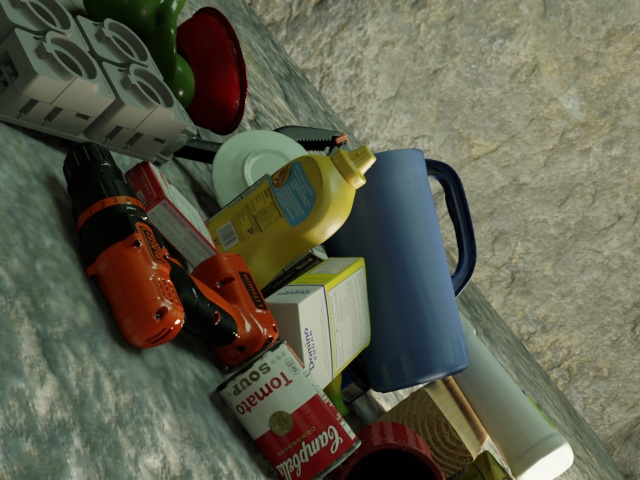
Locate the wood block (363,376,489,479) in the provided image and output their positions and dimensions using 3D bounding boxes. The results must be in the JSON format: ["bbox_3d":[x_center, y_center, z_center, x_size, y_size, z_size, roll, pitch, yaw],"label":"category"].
[{"bbox_3d":[0.118,0.211,1.164,0.090,0.091,0.206,55,10,10],"label":"wood block"}]

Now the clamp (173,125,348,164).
[{"bbox_3d":[-0.058,-0.084,1.211,0.164,0.209,0.036,50,-34,8],"label":"clamp"}]

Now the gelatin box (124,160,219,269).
[{"bbox_3d":[-0.135,-0.023,0.967,0.089,0.030,0.073,49,4,-38],"label":"gelatin box"}]

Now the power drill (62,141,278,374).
[{"bbox_3d":[-0.119,0.020,0.842,0.187,0.057,0.184,33,26,-55],"label":"power drill"}]

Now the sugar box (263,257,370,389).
[{"bbox_3d":[-0.003,0.079,0.985,0.176,0.048,0.093,-27,114,-64],"label":"sugar box"}]

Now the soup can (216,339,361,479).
[{"bbox_3d":[-0.025,0.136,0.832,0.102,0.068,0.068,53,10,4],"label":"soup can"}]

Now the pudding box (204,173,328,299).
[{"bbox_3d":[-0.057,0.001,1.091,0.113,0.090,0.039,59,14,29],"label":"pudding box"}]

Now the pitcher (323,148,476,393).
[{"bbox_3d":[0.085,0.030,1.129,0.144,0.149,0.243,0,73,-65],"label":"pitcher"}]

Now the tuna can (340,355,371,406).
[{"bbox_3d":[0.018,0.133,1.141,0.086,0.034,0.086,51,10,-13],"label":"tuna can"}]

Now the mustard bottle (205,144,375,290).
[{"bbox_3d":[-0.028,-0.028,1.026,0.058,0.192,0.096,44,14,-42],"label":"mustard bottle"}]

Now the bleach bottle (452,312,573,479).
[{"bbox_3d":[0.180,0.155,1.193,0.251,0.068,0.102,55,3,31],"label":"bleach bottle"}]

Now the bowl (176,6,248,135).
[{"bbox_3d":[-0.153,-0.206,1.322,0.055,0.162,0.162,-14,58,-31],"label":"bowl"}]

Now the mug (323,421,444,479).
[{"bbox_3d":[0.047,0.203,0.920,0.117,0.093,0.081,16,8,-2],"label":"mug"}]
